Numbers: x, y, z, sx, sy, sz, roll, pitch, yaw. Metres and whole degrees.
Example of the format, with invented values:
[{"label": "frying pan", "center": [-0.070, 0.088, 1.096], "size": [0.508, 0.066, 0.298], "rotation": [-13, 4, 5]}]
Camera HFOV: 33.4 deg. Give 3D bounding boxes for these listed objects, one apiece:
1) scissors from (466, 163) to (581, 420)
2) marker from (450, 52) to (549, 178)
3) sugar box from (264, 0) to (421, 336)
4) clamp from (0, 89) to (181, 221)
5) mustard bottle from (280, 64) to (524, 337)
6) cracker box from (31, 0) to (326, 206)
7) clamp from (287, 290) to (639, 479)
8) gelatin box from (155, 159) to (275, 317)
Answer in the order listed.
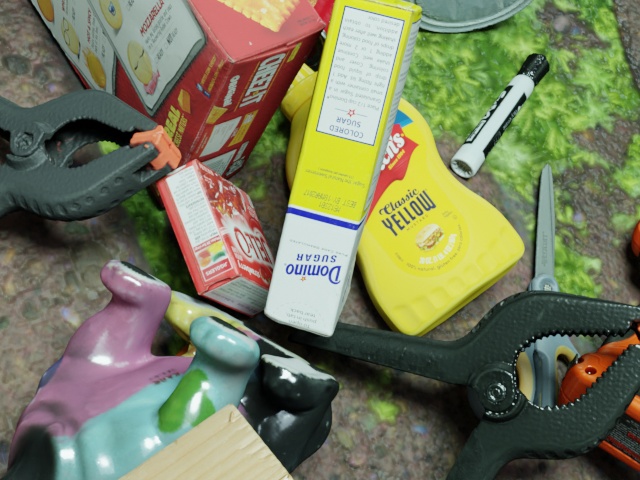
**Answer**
[{"label": "scissors", "center": [0.129, 0.040, 0.690], "size": [0.096, 0.016, 0.202], "rotation": [1, 67, -21]}, {"label": "marker", "center": [0.128, -0.090, 0.747], "size": [0.020, 0.020, 0.121], "rotation": [37, 62, 2]}, {"label": "sugar box", "center": [0.012, -0.046, 0.582], "size": [0.048, 0.093, 0.176], "rotation": [17, 105, 3]}, {"label": "clamp", "center": [-0.165, -0.038, 0.597], "size": [0.172, 0.039, 0.120], "rotation": [5, 72, 23]}, {"label": "mustard bottle", "center": [0.034, -0.038, 0.673], "size": [0.096, 0.058, 0.192], "rotation": [-36, 78, -4]}, {"label": "cracker box", "center": [-0.102, -0.151, 0.626], "size": [0.072, 0.164, 0.214], "rotation": [-26, 76, -30]}, {"label": "clamp", "center": [0.099, 0.097, 0.598], "size": [0.210, 0.036, 0.164], "rotation": [-18, 78, 11]}, {"label": "gelatin box", "center": [-0.054, 0.001, 0.617], "size": [0.030, 0.089, 0.073], "rotation": [-26, 72, 10]}]
